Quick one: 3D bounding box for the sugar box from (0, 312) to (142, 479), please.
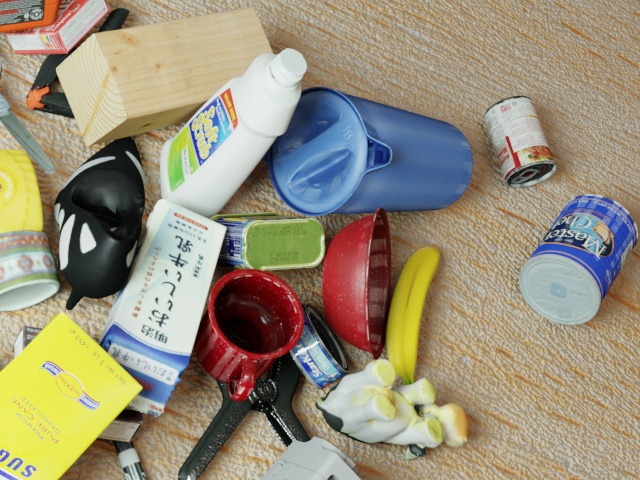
[{"bbox_3d":[-0.234,0.150,0.835,0.093,0.048,0.176,44,64,-6],"label":"sugar box"}]

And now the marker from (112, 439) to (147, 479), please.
[{"bbox_3d":[-0.166,0.222,0.970,0.020,0.020,0.121,-13,72,-36],"label":"marker"}]

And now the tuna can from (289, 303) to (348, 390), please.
[{"bbox_3d":[-0.007,0.107,1.088,0.086,0.034,0.086,56,7,-11],"label":"tuna can"}]

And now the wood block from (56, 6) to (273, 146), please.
[{"bbox_3d":[-0.153,-0.173,1.114,0.205,0.091,0.090,-21,89,-41],"label":"wood block"}]

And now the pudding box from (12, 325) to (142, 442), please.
[{"bbox_3d":[-0.219,0.130,0.961,0.113,0.039,0.090,12,40,-25],"label":"pudding box"}]

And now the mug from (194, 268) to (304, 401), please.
[{"bbox_3d":[-0.072,0.096,1.012,0.093,0.082,0.117,9,57,-19],"label":"mug"}]

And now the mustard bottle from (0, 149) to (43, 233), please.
[{"bbox_3d":[-0.356,-0.037,0.973,0.191,0.058,0.096,-3,65,-32],"label":"mustard bottle"}]

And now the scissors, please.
[{"bbox_3d":[-0.332,-0.129,1.035,0.096,0.016,0.202,-13,55,-26],"label":"scissors"}]

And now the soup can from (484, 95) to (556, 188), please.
[{"bbox_3d":[0.259,-0.129,1.391,0.068,0.069,0.102,0,64,-31],"label":"soup can"}]

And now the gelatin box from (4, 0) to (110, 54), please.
[{"bbox_3d":[-0.275,-0.231,1.120,0.089,0.073,0.030,-59,142,-38],"label":"gelatin box"}]

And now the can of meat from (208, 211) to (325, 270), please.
[{"bbox_3d":[-0.057,0.001,1.106,0.101,0.084,0.057,-4,95,-33],"label":"can of meat"}]

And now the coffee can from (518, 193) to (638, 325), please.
[{"bbox_3d":[0.320,0.022,1.322,0.103,0.103,0.140,45,50,-2],"label":"coffee can"}]

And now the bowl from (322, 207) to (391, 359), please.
[{"bbox_3d":[0.038,0.045,1.133,0.055,0.162,0.162,2,56,12],"label":"bowl"}]

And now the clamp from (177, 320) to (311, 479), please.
[{"bbox_3d":[-0.054,0.160,1.061,0.164,0.036,0.210,18,56,-23],"label":"clamp"}]

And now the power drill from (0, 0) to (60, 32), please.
[{"bbox_3d":[-0.358,-0.286,1.079,0.184,0.057,0.188,-16,55,-28],"label":"power drill"}]

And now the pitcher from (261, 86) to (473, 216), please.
[{"bbox_3d":[0.057,-0.092,1.192,0.242,0.145,0.149,1,48,-51],"label":"pitcher"}]

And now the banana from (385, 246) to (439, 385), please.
[{"bbox_3d":[0.102,0.074,1.197,0.037,0.069,0.197,4,55,18],"label":"banana"}]

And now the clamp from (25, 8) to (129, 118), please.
[{"bbox_3d":[-0.242,-0.185,1.137,0.171,0.039,0.120,-20,75,-41],"label":"clamp"}]

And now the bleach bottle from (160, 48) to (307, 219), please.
[{"bbox_3d":[-0.084,-0.114,1.055,0.068,0.251,0.102,11,59,-26],"label":"bleach bottle"}]
